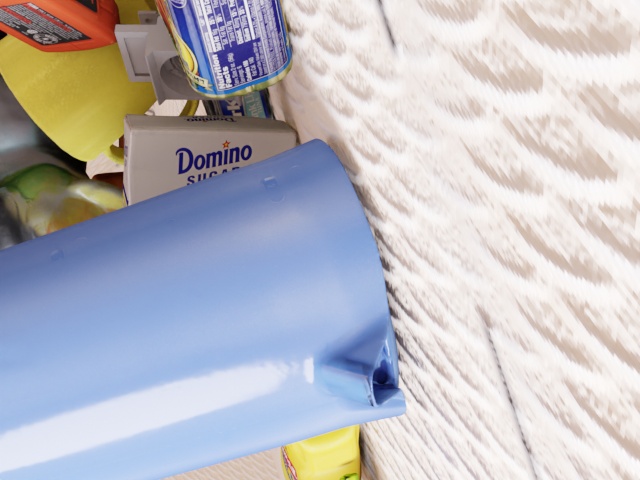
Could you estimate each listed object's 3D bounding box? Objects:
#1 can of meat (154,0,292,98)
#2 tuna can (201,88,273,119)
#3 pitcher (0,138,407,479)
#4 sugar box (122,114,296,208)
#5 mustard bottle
[{"bbox_3d":[-0.053,-0.128,0.496,0.084,0.057,0.102,78,170,-52],"label":"can of meat"},{"bbox_3d":[-0.057,-0.096,0.673,0.086,0.033,0.086,162,90,-82],"label":"tuna can"},{"bbox_3d":[-0.094,0.045,0.486,0.149,0.242,0.145,107,146,-75],"label":"pitcher"},{"bbox_3d":[-0.068,0.017,0.612,0.048,0.093,0.176,-131,43,-68],"label":"sugar box"},{"bbox_3d":[-0.002,0.138,0.747,0.191,0.058,0.096,83,166,-57],"label":"mustard bottle"}]
